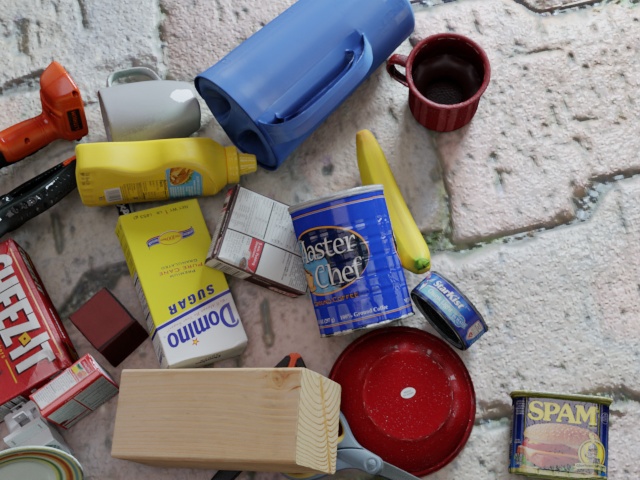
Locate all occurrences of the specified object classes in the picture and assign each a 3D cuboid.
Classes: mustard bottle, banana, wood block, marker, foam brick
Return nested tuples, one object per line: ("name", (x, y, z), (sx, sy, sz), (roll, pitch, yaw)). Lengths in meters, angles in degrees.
("mustard bottle", (-0.165, -0.077, 1.159), (0.191, 0.096, 0.058), (-5, 67, -6))
("banana", (0.081, -0.032, 1.159), (0.037, 0.070, 0.198), (-13, 55, -16))
("wood block", (-0.093, 0.178, 1.055), (0.206, 0.090, 0.091), (-4, 70, 26))
("marker", (-0.219, -0.035, 1.202), (0.020, 0.020, 0.121), (-19, 73, -3))
("foam brick", (-0.223, 0.092, 1.133), (0.053, 0.078, 0.051), (-42, 75, -12))

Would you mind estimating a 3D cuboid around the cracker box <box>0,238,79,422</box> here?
("cracker box", (-0.384, 0.120, 1.136), (0.213, 0.072, 0.164), (-28, 74, -7))

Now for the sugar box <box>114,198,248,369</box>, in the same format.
("sugar box", (-0.150, 0.048, 1.148), (0.093, 0.048, 0.176), (-15, 70, -22))

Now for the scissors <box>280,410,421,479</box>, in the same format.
("scissors", (0.034, 0.232, 1.053), (0.202, 0.016, 0.096), (39, 90, 22))

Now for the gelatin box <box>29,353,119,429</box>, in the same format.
("gelatin box", (-0.253, 0.158, 1.108), (0.073, 0.089, 0.030), (-36, 73, -8))

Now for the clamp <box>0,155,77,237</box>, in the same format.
("clamp", (-0.352, -0.027, 1.173), (0.209, 0.165, 0.036), (-40, 113, -28))

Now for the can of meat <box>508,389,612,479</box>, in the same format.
("can of meat", (0.242, 0.200, 1.085), (0.102, 0.057, 0.084), (5, 76, 5))

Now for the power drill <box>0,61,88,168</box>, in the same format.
("power drill", (-0.350, -0.119, 1.161), (0.187, 0.184, 0.057), (-33, 74, -17))

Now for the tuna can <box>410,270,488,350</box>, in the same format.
("tuna can", (0.133, 0.074, 1.115), (0.033, 0.086, 0.086), (-41, 75, -8))

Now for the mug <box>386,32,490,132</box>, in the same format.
("mug", (0.129, -0.176, 1.194), (0.117, 0.081, 0.093), (19, 75, 9))

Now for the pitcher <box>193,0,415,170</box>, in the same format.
("pitcher", (-0.006, -0.198, 1.182), (0.242, 0.145, 0.149), (-43, 77, -13))

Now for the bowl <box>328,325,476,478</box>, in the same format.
("bowl", (0.086, 0.162, 1.097), (0.162, 0.055, 0.162), (1, 74, -4))

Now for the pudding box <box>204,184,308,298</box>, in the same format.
("pudding box", (-0.058, 0.002, 1.152), (0.113, 0.039, 0.090), (23, 72, -20))

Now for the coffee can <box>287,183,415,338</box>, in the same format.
("coffee can", (0.032, 0.021, 1.110), (0.103, 0.103, 0.140), (-14, 88, -1))
